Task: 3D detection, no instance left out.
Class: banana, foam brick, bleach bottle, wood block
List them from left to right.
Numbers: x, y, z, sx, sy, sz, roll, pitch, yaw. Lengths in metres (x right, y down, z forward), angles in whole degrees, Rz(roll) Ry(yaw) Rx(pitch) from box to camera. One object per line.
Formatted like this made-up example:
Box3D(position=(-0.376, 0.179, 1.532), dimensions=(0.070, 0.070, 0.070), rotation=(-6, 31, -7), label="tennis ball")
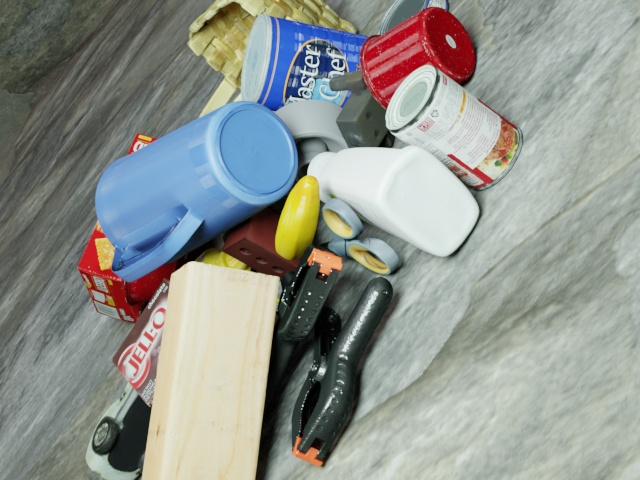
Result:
Box3D(position=(-0.104, 0.133, 1.001), dimensions=(0.091, 0.090, 0.206), rotation=(153, 125, -68), label="wood block")
Box3D(position=(-0.058, 0.001, 1.165), dimensions=(0.053, 0.078, 0.051), rotation=(-29, 38, 51), label="foam brick")
Box3D(position=(-0.024, -0.017, 1.051), dimensions=(0.198, 0.037, 0.069), rotation=(120, 158, -84), label="banana")
Box3D(position=(0.044, -0.051, 1.002), dimensions=(0.068, 0.102, 0.251), rotation=(-53, 25, -6), label="bleach bottle")

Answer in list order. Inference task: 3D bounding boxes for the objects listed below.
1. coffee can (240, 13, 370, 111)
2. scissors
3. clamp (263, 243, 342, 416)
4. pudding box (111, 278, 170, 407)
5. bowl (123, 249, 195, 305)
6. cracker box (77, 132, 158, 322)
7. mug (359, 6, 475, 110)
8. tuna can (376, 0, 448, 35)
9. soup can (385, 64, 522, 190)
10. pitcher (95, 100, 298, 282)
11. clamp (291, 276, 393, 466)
Box3D(position=(-0.007, -0.185, 1.175), dimensions=(0.103, 0.140, 0.103), rotation=(-172, 90, -73), label="coffee can")
Box3D(position=(0.010, -0.007, 1.041), dimensions=(0.016, 0.096, 0.202), rotation=(-44, 24, -15), label="scissors")
Box3D(position=(-0.021, 0.057, 1.020), dimensions=(0.210, 0.036, 0.164), rotation=(118, 168, -51), label="clamp")
Box3D(position=(-0.164, 0.111, 1.140), dimensions=(0.090, 0.039, 0.113), rotation=(38, 95, 43), label="pudding box")
Box3D(position=(-0.202, 0.015, 1.396), dimensions=(0.162, 0.055, 0.162), rotation=(17, -91, -84), label="bowl")
Box3D(position=(-0.251, -0.013, 1.472), dimensions=(0.164, 0.072, 0.213), rotation=(93, -165, -65), label="cracker box")
Box3D(position=(0.099, -0.171, 1.062), dimensions=(0.082, 0.093, 0.117), rotation=(-26, 49, 43), label="mug")
Box3D(position=(0.104, -0.246, 1.199), dimensions=(0.086, 0.033, 0.086), rotation=(-43, 29, 30), label="tuna can")
Box3D(position=(0.115, -0.097, 0.925), dimensions=(0.069, 0.102, 0.068), rotation=(-43, 28, 30), label="soup can")
Box3D(position=(-0.135, -0.052, 1.130), dimensions=(0.243, 0.144, 0.149), rotation=(-21, 82, 52), label="pitcher")
Box3D(position=(0.007, 0.117, 0.960), dimensions=(0.171, 0.039, 0.120), rotation=(-66, 12, -19), label="clamp")
